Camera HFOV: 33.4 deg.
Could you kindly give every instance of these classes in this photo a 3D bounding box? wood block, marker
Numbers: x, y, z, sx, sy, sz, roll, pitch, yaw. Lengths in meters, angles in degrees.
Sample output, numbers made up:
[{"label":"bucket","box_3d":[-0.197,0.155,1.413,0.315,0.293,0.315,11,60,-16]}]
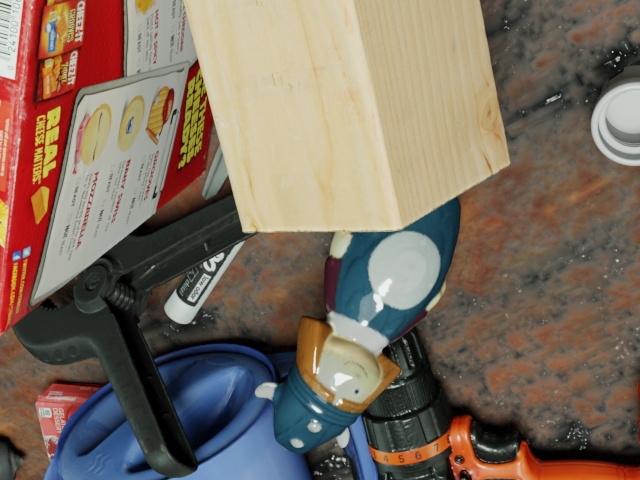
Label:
[{"label":"wood block","box_3d":[0.001,-0.115,0.440,0.090,0.090,0.206,0,110,41]},{"label":"marker","box_3d":[-0.054,0.001,0.613,0.020,0.020,0.121,36,118,-1]}]

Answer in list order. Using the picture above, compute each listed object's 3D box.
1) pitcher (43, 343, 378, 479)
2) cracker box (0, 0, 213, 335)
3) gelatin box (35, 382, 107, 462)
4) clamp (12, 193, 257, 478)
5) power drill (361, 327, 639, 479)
[{"label":"pitcher","box_3d":[-0.041,0.188,0.635,0.149,0.144,0.243,-7,117,27]},{"label":"cracker box","box_3d":[-0.110,-0.079,0.485,0.072,0.213,0.164,18,116,9]},{"label":"gelatin box","box_3d":[-0.139,0.136,0.691,0.073,0.030,0.089,2,114,15]},{"label":"clamp","box_3d":[-0.114,0.039,0.588,0.210,0.164,0.036,1,154,35]},{"label":"power drill","box_3d":[0.118,0.112,0.593,0.188,0.057,0.184,-10,110,22]}]
